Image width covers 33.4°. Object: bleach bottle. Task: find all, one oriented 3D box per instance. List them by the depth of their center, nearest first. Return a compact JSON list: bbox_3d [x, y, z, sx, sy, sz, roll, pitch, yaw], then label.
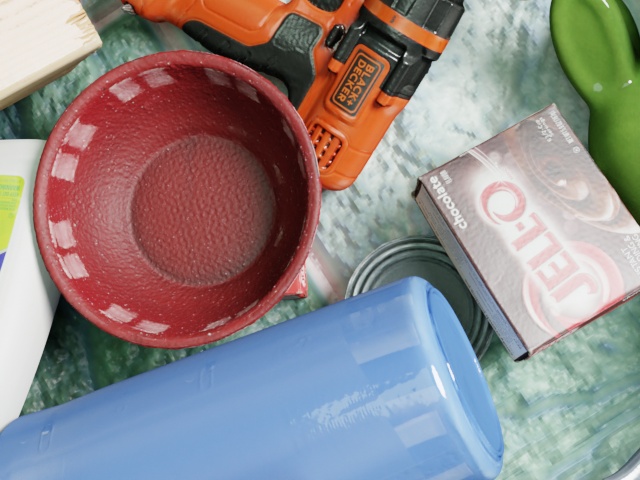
[{"bbox_3d":[-0.198,0.068,0.590,0.103,0.068,0.251,-1,65,15],"label":"bleach bottle"}]

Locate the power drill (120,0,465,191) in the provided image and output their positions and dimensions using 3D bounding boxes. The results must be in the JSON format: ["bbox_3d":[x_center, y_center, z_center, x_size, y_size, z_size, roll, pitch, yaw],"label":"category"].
[{"bbox_3d":[-0.013,-0.148,0.610,0.188,0.057,0.184,36,107,14],"label":"power drill"}]

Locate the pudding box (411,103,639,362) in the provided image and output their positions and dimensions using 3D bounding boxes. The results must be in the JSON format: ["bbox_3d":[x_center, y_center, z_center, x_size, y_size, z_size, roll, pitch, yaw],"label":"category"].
[{"bbox_3d":[0.116,-0.004,0.578,0.090,0.039,0.113,-29,76,-12],"label":"pudding box"}]

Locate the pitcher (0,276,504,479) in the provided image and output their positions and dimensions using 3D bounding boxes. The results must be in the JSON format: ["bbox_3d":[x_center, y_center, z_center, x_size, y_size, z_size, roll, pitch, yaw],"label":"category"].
[{"bbox_3d":[-0.035,0.118,0.541,0.243,0.145,0.149,-24,77,13],"label":"pitcher"}]

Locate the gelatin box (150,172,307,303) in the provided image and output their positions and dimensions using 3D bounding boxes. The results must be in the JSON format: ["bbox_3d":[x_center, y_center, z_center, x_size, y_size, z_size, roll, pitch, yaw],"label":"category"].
[{"bbox_3d":[-0.054,0.001,0.633,0.089,0.030,0.073,-5,83,8],"label":"gelatin box"}]

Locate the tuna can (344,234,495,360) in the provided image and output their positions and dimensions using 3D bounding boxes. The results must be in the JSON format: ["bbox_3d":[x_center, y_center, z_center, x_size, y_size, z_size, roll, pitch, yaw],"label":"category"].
[{"bbox_3d":[0.057,0.041,0.610,0.086,0.033,0.086,-1,83,8],"label":"tuna can"}]

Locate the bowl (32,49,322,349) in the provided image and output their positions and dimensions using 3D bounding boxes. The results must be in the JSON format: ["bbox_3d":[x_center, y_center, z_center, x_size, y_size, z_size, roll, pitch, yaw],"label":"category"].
[{"bbox_3d":[-0.074,-0.020,0.594,0.162,0.055,0.162,-1,84,11],"label":"bowl"}]
